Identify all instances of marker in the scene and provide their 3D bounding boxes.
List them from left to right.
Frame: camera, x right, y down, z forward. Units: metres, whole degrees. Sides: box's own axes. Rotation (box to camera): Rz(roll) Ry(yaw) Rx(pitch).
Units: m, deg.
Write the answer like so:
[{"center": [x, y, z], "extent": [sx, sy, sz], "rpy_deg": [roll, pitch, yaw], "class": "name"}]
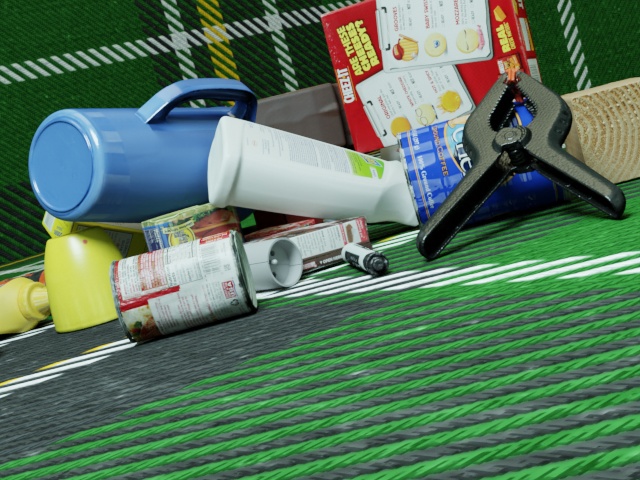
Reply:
[{"center": [0.037, 0.015, 0.900], "extent": [0.020, 0.020, 0.121], "rpy_deg": [-16, 6, -7], "class": "marker"}]

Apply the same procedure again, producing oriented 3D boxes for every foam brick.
[{"center": [-0.039, -0.022, 1.306], "extent": [0.052, 0.051, 0.078], "rpy_deg": [-20, 7, -29], "class": "foam brick"}]

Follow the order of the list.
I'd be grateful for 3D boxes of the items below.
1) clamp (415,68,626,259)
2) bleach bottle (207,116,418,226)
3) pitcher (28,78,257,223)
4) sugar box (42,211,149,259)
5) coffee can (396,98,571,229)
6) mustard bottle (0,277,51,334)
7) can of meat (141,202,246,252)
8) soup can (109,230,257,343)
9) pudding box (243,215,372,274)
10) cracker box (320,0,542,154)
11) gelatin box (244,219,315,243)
[{"center": [0.171, -0.073, 0.880], "extent": [0.165, 0.036, 0.209], "rpy_deg": [-7, 43, 26], "class": "clamp"}, {"center": [0.016, -0.056, 1.069], "extent": [0.250, 0.068, 0.102], "rpy_deg": [12, 32, -15], "class": "bleach bottle"}, {"center": [-0.171, -0.086, 1.102], "extent": [0.145, 0.149, 0.242], "rpy_deg": [-8, -2, 36], "class": "pitcher"}, {"center": [-0.214, -0.006, 1.204], "extent": [0.175, 0.048, 0.093], "rpy_deg": [13, 16, -33], "class": "sugar box"}, {"center": [0.151, -0.070, 0.994], "extent": [0.140, 0.103, 0.102], "rpy_deg": [-15, 6, 9], "class": "coffee can"}, {"center": [-0.363, 0.078, 1.170], "extent": [0.192, 0.058, 0.096], "rpy_deg": [-12, 8, 29], "class": "mustard bottle"}, {"center": [-0.121, 0.009, 1.062], "extent": [0.101, 0.084, 0.058], "rpy_deg": [-20, 7, -38], "class": "can of meat"}, {"center": [-0.108, 0.036, 0.845], "extent": [0.102, 0.068, 0.068], "rpy_deg": [-15, 6, 2], "class": "soup can"}, {"center": [-0.016, 0.007, 1.022], "extent": [0.089, 0.039, 0.114], "rpy_deg": [-17, 6, -27], "class": "pudding box"}, {"center": [0.126, -0.200, 1.175], "extent": [0.214, 0.164, 0.072], "rpy_deg": [-13, 5, 26], "class": "cracker box"}, {"center": [-0.058, 0.002, 1.231], "extent": [0.089, 0.030, 0.073], "rpy_deg": [-9, 8, 46], "class": "gelatin box"}]
